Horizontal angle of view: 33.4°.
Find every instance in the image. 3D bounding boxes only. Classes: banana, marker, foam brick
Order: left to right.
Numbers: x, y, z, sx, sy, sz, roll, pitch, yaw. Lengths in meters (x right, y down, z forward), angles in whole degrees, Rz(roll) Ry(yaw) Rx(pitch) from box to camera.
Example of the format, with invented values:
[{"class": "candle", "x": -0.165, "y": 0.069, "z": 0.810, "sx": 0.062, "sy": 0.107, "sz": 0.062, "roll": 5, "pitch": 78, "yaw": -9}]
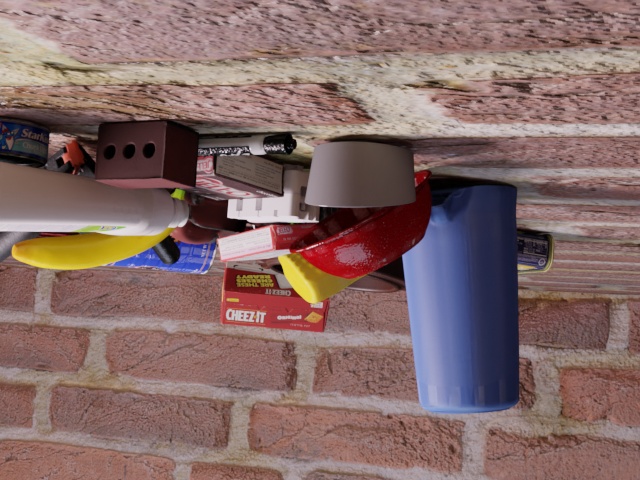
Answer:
[{"class": "banana", "x": -0.221, "y": -0.007, "z": 1.123, "sx": 0.198, "sy": 0.069, "sz": 0.037, "roll": -24, "pitch": -147, "yaw": -1}, {"class": "foam brick", "x": -0.154, "y": -0.075, "z": 0.944, "sx": 0.078, "sy": 0.053, "sz": 0.051, "roll": 0, "pitch": 174, "yaw": 29}, {"class": "marker", "x": -0.075, "y": -0.085, "z": 0.955, "sx": 0.121, "sy": 0.020, "sz": 0.020, "roll": 1, "pitch": 174, "yaw": 28}]

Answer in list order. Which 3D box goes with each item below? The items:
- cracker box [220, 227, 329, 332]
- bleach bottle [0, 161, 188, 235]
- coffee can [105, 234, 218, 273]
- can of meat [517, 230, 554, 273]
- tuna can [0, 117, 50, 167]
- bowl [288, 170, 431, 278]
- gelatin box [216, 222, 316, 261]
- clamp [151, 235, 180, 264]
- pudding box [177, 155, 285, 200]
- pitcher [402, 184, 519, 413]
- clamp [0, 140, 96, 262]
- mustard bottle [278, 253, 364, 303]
[{"class": "cracker box", "x": -0.073, "y": 0.060, "z": 1.710, "sx": 0.164, "sy": 0.072, "sz": 0.213, "roll": 5, "pitch": -151, "yaw": -4}, {"class": "bleach bottle", "x": -0.242, "y": -0.035, "z": 1.015, "sx": 0.250, "sy": 0.068, "sz": 0.103, "roll": 5, "pitch": 175, "yaw": -40}, {"class": "coffee can", "x": -0.214, "y": -0.013, "z": 1.391, "sx": 0.140, "sy": 0.103, "sz": 0.103, "roll": 6, "pitch": 174, "yaw": -24}, {"class": "can of meat", "x": 0.281, "y": 0.015, "z": 1.578, "sx": 0.083, "sy": 0.057, "sz": 0.102, "roll": 9, "pitch": 173, "yaw": -23}, {"class": "tuna can", "x": -0.294, "y": -0.090, "z": 0.984, "sx": 0.086, "sy": 0.034, "sz": 0.086, "roll": 4, "pitch": 175, "yaw": 0}, {"class": "bowl", "x": 0.051, "y": -0.008, "z": 1.060, "sx": 0.162, "sy": 0.055, "sz": 0.162, "roll": -29, "pitch": -172, "yaw": 4}, {"class": "gelatin box", "x": -0.058, "y": 0.001, "z": 1.182, "sx": 0.089, "sy": 0.030, "sz": 0.073, "roll": -14, "pitch": 174, "yaw": 41}, {"class": "clamp", "x": -0.220, "y": -0.045, "z": 1.190, "sx": 0.120, "sy": 0.039, "sz": 0.171, "roll": 26, "pitch": 153, "yaw": 21}, {"class": "pudding box", "x": -0.102, "y": -0.067, "z": 1.056, "sx": 0.090, "sy": 0.039, "sz": 0.113, "roll": 0, "pitch": 173, "yaw": 35}, {"class": "pitcher", "x": 0.159, "y": 0.063, "z": 1.172, "sx": 0.149, "sy": 0.243, "sz": 0.145, "roll": -1, "pitch": 176, "yaw": -23}, {"class": "clamp", "x": -0.268, "y": -0.032, "z": 1.125, "sx": 0.164, "sy": 0.036, "sz": 0.210, "roll": -7, "pitch": 151, "yaw": -36}, {"class": "mustard bottle", "x": 0.051, "y": 0.003, "z": 1.281, "sx": 0.191, "sy": 0.058, "sz": 0.096, "roll": -28, "pitch": -152, "yaw": -14}]
